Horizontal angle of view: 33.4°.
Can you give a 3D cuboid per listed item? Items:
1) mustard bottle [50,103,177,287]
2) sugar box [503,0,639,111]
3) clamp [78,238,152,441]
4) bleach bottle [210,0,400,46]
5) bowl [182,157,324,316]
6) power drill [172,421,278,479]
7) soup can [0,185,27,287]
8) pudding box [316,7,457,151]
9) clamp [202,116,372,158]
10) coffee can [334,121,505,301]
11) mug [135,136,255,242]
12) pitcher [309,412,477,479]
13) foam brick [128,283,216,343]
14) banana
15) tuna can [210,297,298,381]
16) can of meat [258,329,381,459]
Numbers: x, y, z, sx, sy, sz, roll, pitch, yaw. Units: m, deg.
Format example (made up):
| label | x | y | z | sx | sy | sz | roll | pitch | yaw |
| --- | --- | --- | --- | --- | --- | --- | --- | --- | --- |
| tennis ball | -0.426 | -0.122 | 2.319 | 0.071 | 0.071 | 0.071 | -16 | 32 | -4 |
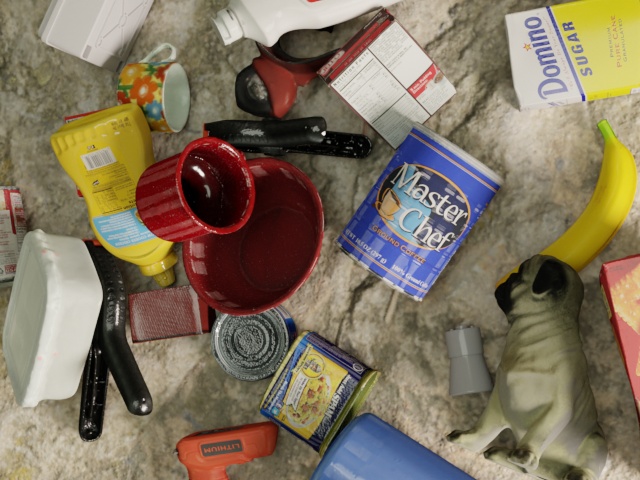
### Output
| label | x | y | z | sx | sy | sz | roll | pitch | yaw |
| --- | --- | --- | --- | --- | --- | --- | --- | --- | --- |
| mustard bottle | -0.193 | -0.038 | 1.087 | 0.096 | 0.058 | 0.191 | -16 | 111 | 15 |
| sugar box | 0.268 | -0.182 | 1.009 | 0.176 | 0.048 | 0.093 | -9 | 86 | 12 |
| clamp | -0.227 | 0.103 | 1.105 | 0.165 | 0.036 | 0.210 | -41 | 57 | 49 |
| bleach bottle | 0.017 | -0.246 | 1.007 | 0.250 | 0.068 | 0.102 | -29 | 89 | -8 |
| bowl | -0.057 | 0.001 | 1.064 | 0.162 | 0.055 | 0.162 | -9 | 71 | 26 |
| power drill | -0.067 | 0.280 | 1.071 | 0.184 | 0.057 | 0.187 | -9 | 85 | 10 |
| soup can | -0.348 | -0.002 | 1.143 | 0.068 | 0.068 | 0.102 | -11 | 86 | 13 |
| pudding box | 0.066 | -0.154 | 1.028 | 0.090 | 0.039 | 0.113 | -42 | 124 | 10 |
| clamp | -0.036 | -0.101 | 1.066 | 0.172 | 0.120 | 0.039 | 6 | 82 | 35 |
| coffee can | 0.094 | -0.028 | 1.018 | 0.103 | 0.102 | 0.140 | 36 | 97 | 12 |
| mug | -0.118 | -0.051 | 1.030 | 0.082 | 0.117 | 0.093 | -15 | 117 | 45 |
| pitcher | 0.103 | 0.276 | 0.989 | 0.243 | 0.149 | 0.145 | 33 | 96 | 16 |
| foam brick | -0.152 | 0.075 | 1.100 | 0.078 | 0.053 | 0.051 | -9 | 86 | 12 |
| banana | 0.245 | -0.015 | 1.017 | 0.070 | 0.037 | 0.198 | 35 | 96 | 28 |
| tuna can | -0.068 | 0.100 | 1.088 | 0.086 | 0.033 | 0.086 | 0 | 88 | 14 |
| can of meat | -0.003 | 0.151 | 1.060 | 0.084 | 0.057 | 0.102 | 32 | 95 | 15 |
